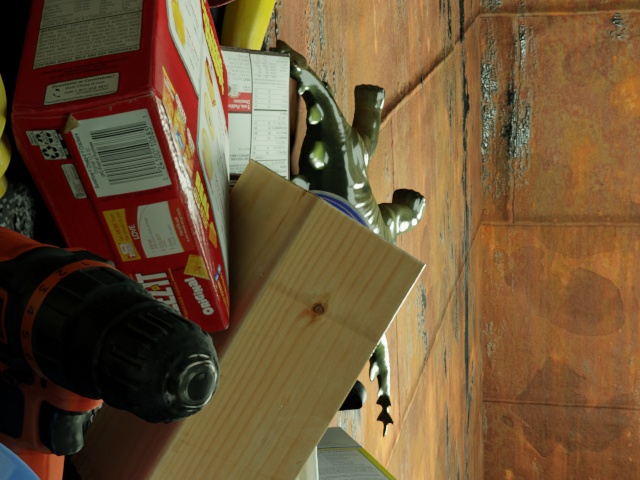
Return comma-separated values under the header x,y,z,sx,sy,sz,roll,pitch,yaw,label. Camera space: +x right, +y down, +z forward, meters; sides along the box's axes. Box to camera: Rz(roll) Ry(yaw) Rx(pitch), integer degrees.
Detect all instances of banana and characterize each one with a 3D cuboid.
x,y,z,sx,sy,sz,roll,pitch,yaw,label
-0.048,-0.206,0.886,0.197,0.037,0.069,-72,157,-47,banana

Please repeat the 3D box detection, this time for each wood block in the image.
x,y,z,sx,sy,sz,roll,pitch,yaw,label
-0.043,0.071,0.612,0.090,0.090,0.206,31,91,-32,wood block

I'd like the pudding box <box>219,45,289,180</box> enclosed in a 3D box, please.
x,y,z,sx,sy,sz,roll,pitch,yaw,label
-0.062,-0.087,0.795,0.089,0.039,0.113,-8,102,-55,pudding box

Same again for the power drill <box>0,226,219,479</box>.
x,y,z,sx,sy,sz,roll,pitch,yaw,label
-0.110,0.096,0.460,0.057,0.185,0.188,-7,108,-41,power drill

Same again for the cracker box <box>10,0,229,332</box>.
x,y,z,sx,sy,sz,roll,pitch,yaw,label
-0.096,-0.079,0.564,0.164,0.072,0.213,78,4,-48,cracker box
